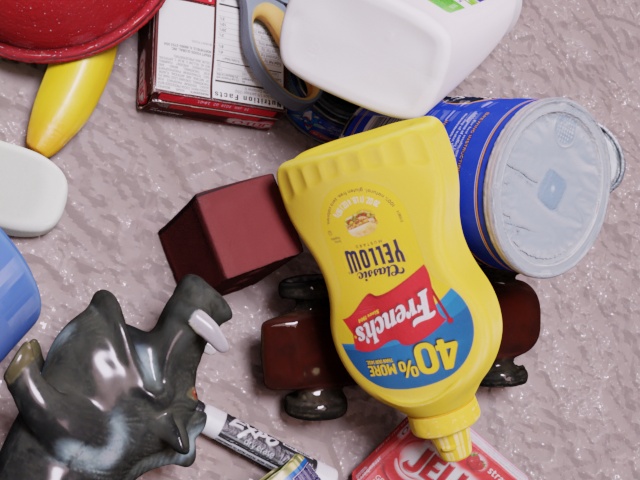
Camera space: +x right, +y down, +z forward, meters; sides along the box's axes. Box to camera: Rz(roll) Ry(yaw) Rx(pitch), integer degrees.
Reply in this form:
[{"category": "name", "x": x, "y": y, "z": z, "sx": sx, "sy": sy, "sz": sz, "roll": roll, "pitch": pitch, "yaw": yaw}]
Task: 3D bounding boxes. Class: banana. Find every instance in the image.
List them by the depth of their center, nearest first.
[{"category": "banana", "x": -0.155, "y": -0.147, "z": 0.652, "sx": 0.069, "sy": 0.037, "sz": 0.198, "roll": -11, "pitch": 77, "yaw": -1}]

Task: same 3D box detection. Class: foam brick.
[{"category": "foam brick", "x": -0.054, "y": 0.001, "z": 0.630, "sx": 0.052, "sy": 0.078, "sz": 0.051, "roll": -18, "pitch": 82, "yaw": -28}]

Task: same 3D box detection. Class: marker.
[{"category": "marker", "x": -0.044, "y": 0.119, "z": 0.635, "sx": 0.121, "sy": 0.020, "sz": 0.020, "roll": 30, "pitch": 65, "yaw": -14}]

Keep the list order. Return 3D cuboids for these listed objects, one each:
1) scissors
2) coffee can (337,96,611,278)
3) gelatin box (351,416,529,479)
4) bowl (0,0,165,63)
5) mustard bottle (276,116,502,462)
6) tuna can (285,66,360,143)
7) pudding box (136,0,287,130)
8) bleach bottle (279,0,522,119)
[{"category": "scissors", "x": -0.038, "y": -0.180, "z": 0.678, "sx": 0.096, "sy": 0.016, "sz": 0.202, "roll": -24, "pitch": 89, "yaw": -32}, {"category": "coffee can", "x": 0.089, "y": -0.038, "z": 0.654, "sx": 0.102, "sy": 0.141, "sz": 0.103, "roll": -7, "pitch": 102, "yaw": -37}, {"category": "gelatin box", "x": 0.075, "y": 0.150, "z": 0.654, "sx": 0.089, "sy": 0.030, "sz": 0.073, "roll": 41, "pitch": 101, "yaw": -9}, {"category": "bowl", "x": -0.160, "y": -0.187, "z": 0.613, "sx": 0.162, "sy": 0.055, "sz": 0.162, "roll": 0, "pitch": 77, "yaw": 1}, {"category": "mustard bottle", "x": 0.048, "y": 0.034, "z": 0.595, "sx": 0.058, "sy": 0.096, "sz": 0.191, "roll": -38, "pitch": 111, "yaw": -62}, {"category": "tuna can", "x": 0.013, "y": -0.109, "z": 0.716, "sx": 0.086, "sy": 0.034, "sz": 0.086, "roll": 7, "pitch": 73, "yaw": -23}, {"category": "pudding box", "x": -0.068, "y": -0.133, "z": 0.684, "sx": 0.089, "sy": 0.039, "sz": 0.113, "roll": 7, "pitch": 75, "yaw": -24}, {"category": "bleach bottle", "x": 0.068, "y": -0.150, "z": 0.688, "sx": 0.102, "sy": 0.068, "sz": 0.250, "roll": 26, "pitch": 29, "yaw": 10}]
